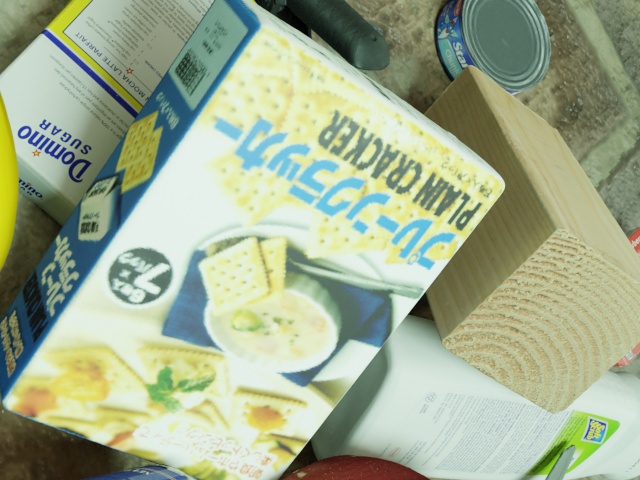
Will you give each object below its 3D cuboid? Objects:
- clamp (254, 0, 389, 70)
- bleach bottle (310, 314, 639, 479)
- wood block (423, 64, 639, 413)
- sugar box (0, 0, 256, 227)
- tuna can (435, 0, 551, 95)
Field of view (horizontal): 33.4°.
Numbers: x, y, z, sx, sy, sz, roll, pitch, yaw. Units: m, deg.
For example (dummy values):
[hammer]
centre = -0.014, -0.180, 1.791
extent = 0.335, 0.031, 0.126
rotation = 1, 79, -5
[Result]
[clamp]
centre = -0.020, -0.141, 0.656
extent = 0.039, 0.120, 0.171
rotation = -9, 64, -33
[bleach bottle]
centre = 0.124, 0.113, 0.667
extent = 0.250, 0.103, 0.068
rotation = 15, 34, -26
[wood block]
centre = 0.113, -0.009, 0.637
extent = 0.090, 0.091, 0.206
rotation = 32, 23, -23
[sugar box]
centre = -0.113, -0.096, 0.602
extent = 0.093, 0.048, 0.176
rotation = 44, 63, -18
[tuna can]
centre = 0.126, -0.146, 0.779
extent = 0.086, 0.034, 0.086
rotation = 8, 75, -32
